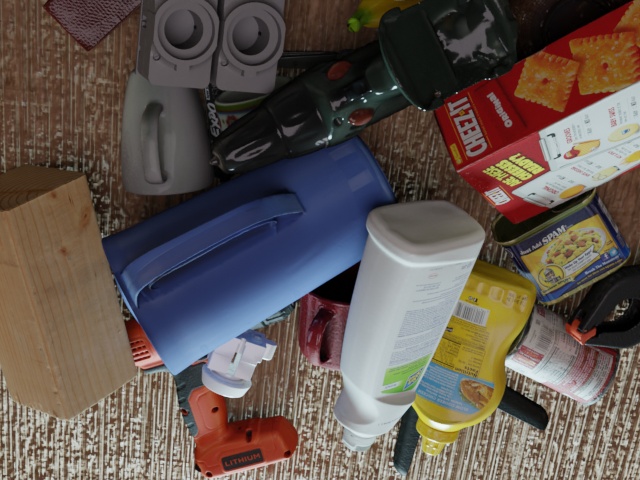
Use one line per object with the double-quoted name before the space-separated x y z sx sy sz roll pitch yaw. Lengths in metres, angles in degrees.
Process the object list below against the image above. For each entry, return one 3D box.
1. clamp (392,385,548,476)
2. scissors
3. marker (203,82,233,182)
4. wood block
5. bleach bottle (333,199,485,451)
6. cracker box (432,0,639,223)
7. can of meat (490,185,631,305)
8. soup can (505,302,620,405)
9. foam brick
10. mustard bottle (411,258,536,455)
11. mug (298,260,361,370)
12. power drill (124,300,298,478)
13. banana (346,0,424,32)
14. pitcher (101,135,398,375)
"clamp" 0.126 0.130 1.052 0.164 0.036 0.210 -15 112 9
"scissors" 0.037 -0.171 0.921 0.201 0.016 0.096 15 113 -7
"marker" -0.092 -0.109 0.951 0.020 0.020 0.121 -4 115 2
"wood block" -0.248 0.046 0.966 0.091 0.090 0.206 10 120 39
"bleach bottle" 0.058 0.087 0.927 0.102 0.068 0.251 -10 130 -36
"cracker box" 0.219 -0.106 0.866 0.214 0.072 0.164 -26 156 18
"can of meat" 0.222 0.000 0.979 0.102 0.057 0.084 -30 114 15
"soup can" 0.225 0.107 1.023 0.102 0.068 0.069 26 113 -11
"foam brick" -0.180 -0.205 0.888 0.078 0.051 0.053 -36 111 16
"mustard bottle" 0.128 0.114 0.991 0.096 0.058 0.192 20 109 15
"mug" 0.017 0.073 0.987 0.093 0.117 0.081 15 122 17
"power drill" -0.087 0.134 1.048 0.184 0.057 0.187 -16 112 13
"banana" 0.111 -0.212 0.872 0.198 0.069 0.037 -22 123 2
"pitcher" -0.056 0.001 0.912 0.242 0.149 0.145 -29 121 -4
